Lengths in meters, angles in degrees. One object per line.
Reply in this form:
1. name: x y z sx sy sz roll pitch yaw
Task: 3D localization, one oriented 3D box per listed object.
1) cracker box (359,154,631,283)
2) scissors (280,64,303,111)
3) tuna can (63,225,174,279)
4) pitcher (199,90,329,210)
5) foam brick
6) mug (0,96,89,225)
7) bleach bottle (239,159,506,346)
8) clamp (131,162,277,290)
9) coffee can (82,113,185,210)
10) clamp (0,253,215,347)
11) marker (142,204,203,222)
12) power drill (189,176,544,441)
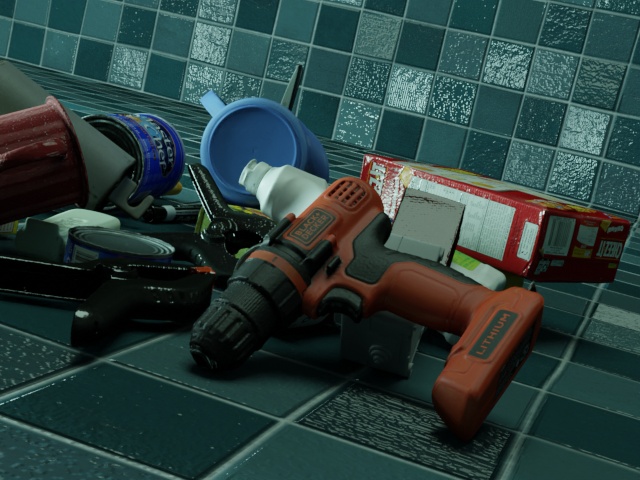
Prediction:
1. cracker box: 0.163 -0.021 1.033 0.214 0.072 0.163 21 11 40
2. scissors: -0.043 -0.104 1.294 0.096 0.202 0.016 37 19 2
3. tuna can: -0.162 0.015 0.854 0.086 0.034 0.086 12 9 -2
4. pitcher: -0.068 -0.092 1.162 0.149 0.145 0.243 5 -2 3
5. foam brick: 0.080 0.007 0.849 0.051 0.078 0.053 15 -35 11
6. mug: -0.232 -0.059 0.826 0.081 0.093 0.117 -19 7 -25
7. bleach bottle: 0.036 0.000 0.937 0.251 0.068 0.102 30 12 13
8. clamp: -0.087 -0.009 0.939 0.172 0.120 0.039 20 -30 19
9. coffee can: -0.221 -0.091 1.197 0.103 0.103 0.140 14 10 9
10. clamp: -0.141 0.037 0.738 0.165 0.036 0.209 20 11 42
11. marker: -0.156 -0.030 1.183 0.020 0.020 0.120 18 11 29
12. power drill: 0.033 0.049 0.688 0.188 0.057 0.184 29 55 22
